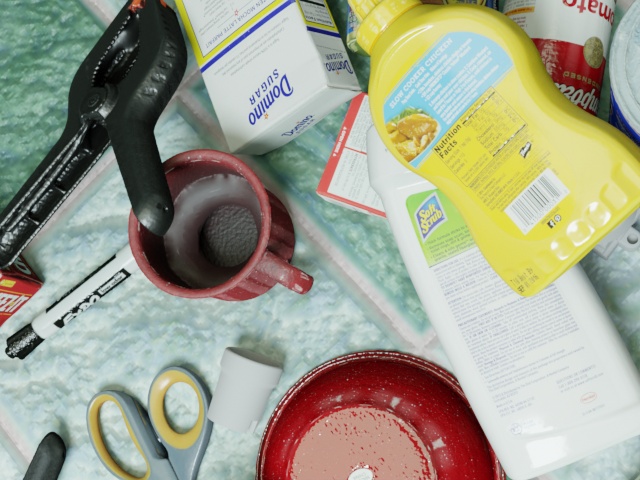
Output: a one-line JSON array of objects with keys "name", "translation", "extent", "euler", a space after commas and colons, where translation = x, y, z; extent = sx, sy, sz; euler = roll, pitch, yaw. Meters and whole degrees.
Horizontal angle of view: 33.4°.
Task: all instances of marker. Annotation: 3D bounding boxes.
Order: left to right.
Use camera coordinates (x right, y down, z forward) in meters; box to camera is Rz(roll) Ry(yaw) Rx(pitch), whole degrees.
[{"name": "marker", "translation": [-0.170, 0.043, 0.739], "extent": [0.121, 0.020, 0.020], "euler": [-37, 74, 7]}]

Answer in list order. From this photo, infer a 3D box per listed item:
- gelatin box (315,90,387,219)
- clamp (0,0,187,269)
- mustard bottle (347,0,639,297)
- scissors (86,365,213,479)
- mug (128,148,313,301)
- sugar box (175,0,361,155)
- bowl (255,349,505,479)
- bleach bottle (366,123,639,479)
[{"name": "gelatin box", "translation": [0.052, -0.048, 0.690], "extent": [0.089, 0.030, 0.073], "euler": [20, 86, 14]}, {"name": "clamp", "translation": [-0.127, -0.077, 0.680], "extent": [0.165, 0.036, 0.210], "euler": [-2, 59, 40]}, {"name": "mustard bottle", "translation": [0.082, -0.069, 0.575], "extent": [0.192, 0.058, 0.096], "euler": [49, 119, 11]}, {"name": "scissors", "translation": [-0.077, 0.167, 0.696], "extent": [0.096, 0.016, 0.202], "euler": [-44, 74, 5]}, {"name": "mug", "translation": [-0.054, 0.001, 0.683], "extent": [0.117, 0.081, 0.093], "euler": [27, 89, 17]}, {"name": "sugar box", "translation": [-0.045, -0.154, 0.711], "extent": [0.093, 0.048, 0.176], "euler": [-29, 76, 35]}, {"name": "bowl", "translation": [0.030, 0.146, 0.652], "extent": [0.162, 0.055, 0.162], "euler": [-2, 80, 14]}, {"name": "bleach bottle", "translation": [0.102, 0.006, 0.629], "extent": [0.102, 0.068, 0.251], "euler": [-25, 84, 7]}]
